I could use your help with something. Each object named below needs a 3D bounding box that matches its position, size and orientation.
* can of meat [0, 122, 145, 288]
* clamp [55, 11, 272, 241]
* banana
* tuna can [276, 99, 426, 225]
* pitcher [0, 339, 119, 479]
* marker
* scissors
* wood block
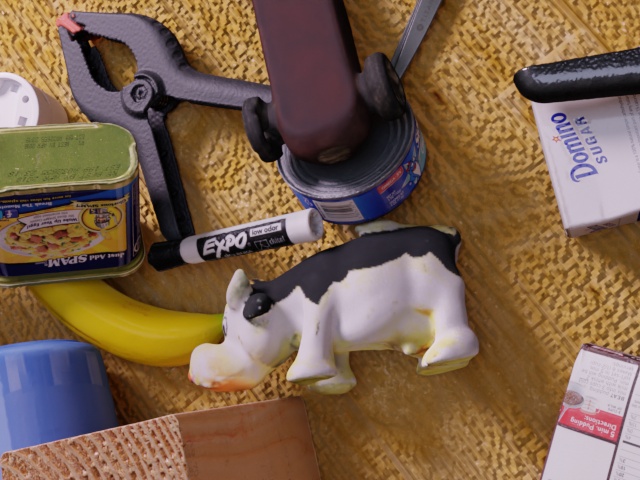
[{"bbox_3d":[-0.157,-0.022,0.639,0.102,0.084,0.057,-5,51,-13],"label":"can of meat"},{"bbox_3d":[-0.097,-0.095,0.681,0.120,0.039,0.171,-40,80,7],"label":"clamp"},{"bbox_3d":[-0.141,0.029,0.683,0.198,0.037,0.069,28,62,13],"label":"banana"},{"bbox_3d":[0.019,-0.052,0.632,0.086,0.033,0.086,-12,55,17],"label":"tuna can"},{"bbox_3d":[-0.170,0.190,0.632,0.149,0.145,0.243,-13,77,1],"label":"pitcher"},{"bbox_3d":[-0.054,0.001,0.639,0.121,0.020,0.020,-11,81,29],"label":"marker"},{"bbox_3d":[0.069,-0.191,0.660,0.096,0.016,0.202,42,95,16],"label":"scissors"},{"bbox_3d":[-0.069,0.138,0.562,0.091,0.206,0.090,-15,80,12],"label":"wood block"}]
